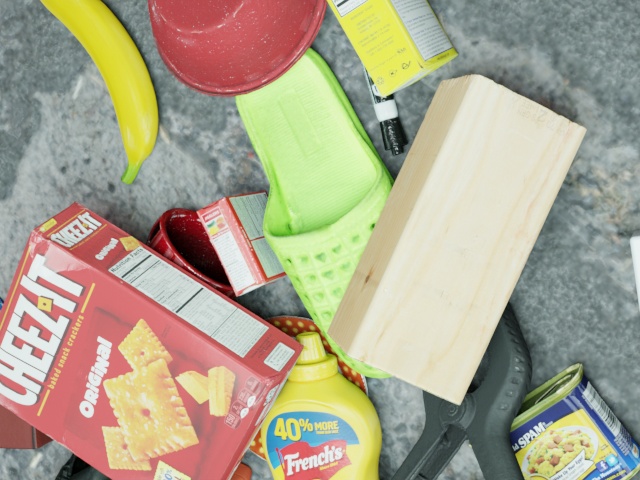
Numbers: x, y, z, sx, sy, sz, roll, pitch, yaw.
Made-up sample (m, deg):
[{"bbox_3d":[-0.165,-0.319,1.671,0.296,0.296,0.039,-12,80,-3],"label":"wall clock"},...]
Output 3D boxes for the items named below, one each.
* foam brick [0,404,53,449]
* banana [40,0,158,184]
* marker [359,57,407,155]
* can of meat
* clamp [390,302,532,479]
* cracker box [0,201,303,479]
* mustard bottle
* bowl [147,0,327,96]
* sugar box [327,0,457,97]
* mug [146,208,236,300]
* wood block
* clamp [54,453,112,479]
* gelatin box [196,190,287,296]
[{"bbox_3d":[-0.253,0.149,0.945,0.051,0.078,0.053,-3,94,21],"label":"foam brick"},{"bbox_3d":[-0.183,-0.149,0.902,0.070,0.037,0.198,-24,88,20],"label":"banana"},{"bbox_3d":[0.045,-0.125,0.831,0.020,0.020,0.121,-15,92,21],"label":"marker"},{"bbox_3d":[0.178,0.156,0.800,0.102,0.057,0.084,-38,86,21],"label":"can of meat"},{"bbox_3d":[0.114,0.133,0.772,0.165,0.036,0.210,-4,61,50],"label":"clamp"},{"bbox_3d":[-0.144,0.098,0.819,0.214,0.072,0.164,32,118,6],"label":"cracker box"},{"bbox_3d":[0.002,0.167,0.842,0.096,0.058,0.191,-5,96,25],"label":"mustard bottle"},{"bbox_3d":[-0.077,-0.196,0.826,0.162,0.055,0.162,-4,80,25],"label":"bowl"},{"bbox_3d":[0.030,-0.196,0.777,0.048,0.093,0.176,-31,92,26],"label":"sugar box"},{"bbox_3d":[-0.118,0.026,0.881,0.082,0.093,0.117,-50,49,23],"label":"mug"},{"bbox_3d":[0.092,-0.003,0.755,0.090,0.091,0.206,24,91,-11],"label":"wood block"},{"bbox_3d":[-0.210,0.204,0.942,0.039,0.120,0.172,28,126,-16],"label":"clamp"},{"bbox_3d":[-0.055,0.001,0.847,0.030,0.089,0.073,-26,87,18],"label":"gelatin box"}]
